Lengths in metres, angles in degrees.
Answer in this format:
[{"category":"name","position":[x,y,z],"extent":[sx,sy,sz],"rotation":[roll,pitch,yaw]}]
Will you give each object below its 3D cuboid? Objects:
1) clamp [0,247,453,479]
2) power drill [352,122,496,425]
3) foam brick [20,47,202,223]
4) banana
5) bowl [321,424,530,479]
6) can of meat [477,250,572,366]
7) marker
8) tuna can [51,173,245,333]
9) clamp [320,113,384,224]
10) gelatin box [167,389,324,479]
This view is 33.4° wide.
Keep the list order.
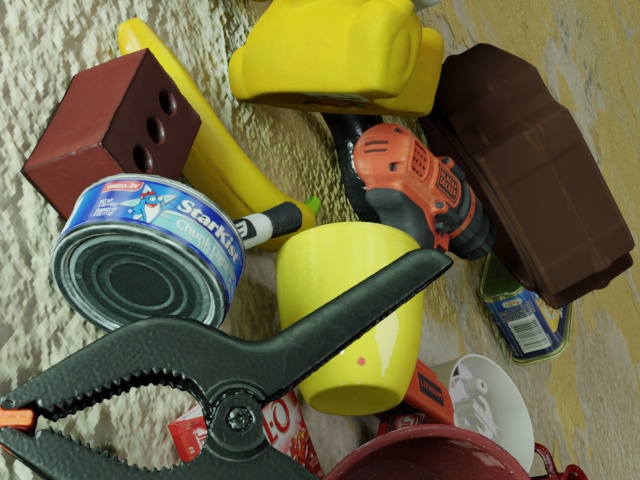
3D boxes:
[{"category":"clamp","position":[-0.030,0.088,0.450],"extent":[0.036,0.209,0.164],"rotation":[115,-31,-66]},{"category":"power drill","position":[0.070,0.033,0.757],"extent":[0.184,0.057,0.187],"rotation":[35,58,-50]},{"category":"foam brick","position":[-0.101,-0.047,0.526],"extent":[0.053,0.051,0.078],"rotation":[53,34,-34]},{"category":"banana","position":[-0.056,-0.046,0.629],"extent":[0.197,0.037,0.069],"rotation":[46,19,-44]},{"category":"bowl","position":[0.049,0.180,0.624],"extent":[0.162,0.162,0.055],"rotation":[67,-15,-13]},{"category":"can of meat","position":[0.194,0.053,1.007],"extent":[0.084,0.058,0.102],"rotation":[57,31,-24]},{"category":"marker","position":[-0.054,0.001,0.583],"extent":[0.120,0.020,0.020],"rotation":[-21,95,-44]},{"category":"tuna can","position":[-0.080,0.012,0.497],"extent":[0.086,0.086,0.033],"rotation":[54,35,-33]},{"category":"clamp","position":[0.033,-0.083,0.804],"extent":[0.120,0.039,0.171],"rotation":[-49,125,-53]},{"category":"gelatin box","position":[-0.037,0.115,0.580],"extent":[0.089,0.030,0.073],"rotation":[-28,100,-62]}]
